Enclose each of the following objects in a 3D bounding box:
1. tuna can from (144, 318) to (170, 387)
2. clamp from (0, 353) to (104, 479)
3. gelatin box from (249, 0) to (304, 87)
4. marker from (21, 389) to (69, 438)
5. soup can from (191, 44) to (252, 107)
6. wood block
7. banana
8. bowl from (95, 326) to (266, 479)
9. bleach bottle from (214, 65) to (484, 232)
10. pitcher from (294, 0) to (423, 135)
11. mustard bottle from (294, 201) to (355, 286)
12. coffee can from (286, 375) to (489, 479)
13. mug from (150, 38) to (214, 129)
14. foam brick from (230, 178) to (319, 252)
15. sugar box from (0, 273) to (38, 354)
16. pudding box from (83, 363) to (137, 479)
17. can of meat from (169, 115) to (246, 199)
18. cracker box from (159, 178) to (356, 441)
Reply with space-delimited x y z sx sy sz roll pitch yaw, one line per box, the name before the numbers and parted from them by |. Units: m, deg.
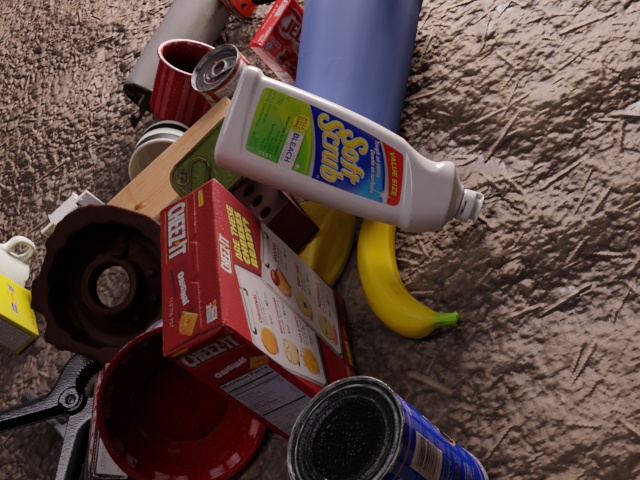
tuna can | -0.143 0.119 1.084 0.086 0.086 0.034 -49 42 -2
clamp | -0.274 0.178 1.157 0.165 0.036 0.210 27 69 27
gelatin box | -0.034 -0.232 1.259 0.030 0.089 0.073 16 70 46
marker | -0.308 0.198 1.212 0.121 0.020 0.020 22 75 47
soup can | -0.094 -0.172 1.254 0.069 0.102 0.068 -22 47 26
wood block | -0.144 -0.052 1.214 0.206 0.090 0.091 -41 42 7
banana | 0.070 0.029 1.014 0.069 0.037 0.198 -24 45 0
bowl | -0.131 0.157 1.024 0.162 0.162 0.055 -49 6 -2
bleach bottle | 0.033 -0.077 1.005 0.251 0.068 0.102 19 81 2
pitcher | 0.030 -0.176 1.147 0.145 0.149 0.242 -2 60 20
mustard bottle | -0.057 0.002 1.122 0.192 0.058 0.096 5 68 42
coffee can | 0.055 0.181 0.826 0.103 0.140 0.103 -22 47 26
mug | -0.161 -0.197 1.334 0.117 0.093 0.082 -58 -10 -55
foam brick | -0.048 -0.026 1.050 0.053 0.051 0.078 -44 41 4
sugar box | -0.427 0.061 1.299 0.048 0.176 0.093 -40 41 9
pudding box | -0.212 0.187 1.076 0.090 0.039 0.113 136 138 -66
can of meat | -0.096 -0.076 1.100 0.102 0.084 0.057 -44 82 6
cracker box | -0.051 0.073 0.943 0.072 0.213 0.164 -29 44 20
